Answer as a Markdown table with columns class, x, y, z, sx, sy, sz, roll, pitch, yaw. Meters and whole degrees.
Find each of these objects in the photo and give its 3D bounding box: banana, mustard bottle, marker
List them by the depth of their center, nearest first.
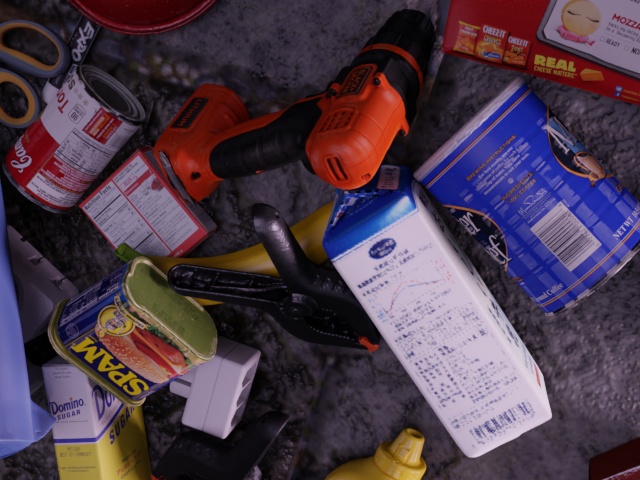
| class | x | y | z | sx | sy | sz | roll | pitch | yaw |
| --- | --- | --- | --- | --- | --- | --- | --- | --- | --- |
| banana | -0.056 | 0.014 | 0.835 | 0.198 | 0.037 | 0.069 | -13 | 138 | 2 |
| mustard bottle | 0.035 | 0.234 | 0.857 | 0.096 | 0.058 | 0.192 | 28 | 106 | 14 |
| marker | -0.191 | -0.163 | 0.857 | 0.020 | 0.020 | 0.121 | 34 | 107 | 6 |

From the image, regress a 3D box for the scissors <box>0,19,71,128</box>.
| class | x | y | z | sx | sy | sz | roll | pitch | yaw |
| --- | --- | --- | --- | --- | --- | --- | --- | --- | --- |
| scissors | -0.294 | -0.151 | 0.878 | 0.202 | 0.016 | 0.096 | 14 | 102 | 19 |

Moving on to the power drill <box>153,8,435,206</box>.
| class | x | y | z | sx | sy | sz | roll | pitch | yaw |
| --- | --- | --- | --- | --- | --- | --- | --- | --- | --- |
| power drill | -0.016 | -0.096 | 0.770 | 0.188 | 0.184 | 0.057 | -10 | 124 | 33 |

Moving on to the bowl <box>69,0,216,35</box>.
| class | x | y | z | sx | sy | sz | roll | pitch | yaw |
| --- | --- | --- | --- | --- | --- | --- | --- | --- | --- |
| bowl | -0.140 | -0.239 | 0.798 | 0.162 | 0.055 | 0.162 | 0 | 91 | 10 |

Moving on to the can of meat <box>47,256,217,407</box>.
| class | x | y | z | sx | sy | sz | roll | pitch | yaw |
| --- | --- | --- | --- | --- | --- | --- | --- | --- | --- |
| can of meat | -0.141 | 0.070 | 0.821 | 0.084 | 0.057 | 0.102 | -31 | 121 | 25 |

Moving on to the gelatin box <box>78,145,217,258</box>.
| class | x | y | z | sx | sy | sz | roll | pitch | yaw |
| --- | --- | --- | --- | --- | --- | --- | --- | --- | --- |
| gelatin box | -0.140 | -0.020 | 0.867 | 0.073 | 0.030 | 0.089 | -40 | 90 | 19 |

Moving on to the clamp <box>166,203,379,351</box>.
| class | x | y | z | sx | sy | sz | roll | pitch | yaw |
| --- | --- | --- | --- | --- | --- | --- | --- | --- | --- |
| clamp | -0.016 | 0.032 | 0.796 | 0.171 | 0.039 | 0.120 | 22 | 145 | -23 |

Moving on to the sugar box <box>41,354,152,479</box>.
| class | x | y | z | sx | sy | sz | roll | pitch | yaw |
| --- | --- | --- | --- | --- | --- | --- | --- | --- | --- |
| sugar box | -0.178 | 0.173 | 0.881 | 0.048 | 0.093 | 0.176 | -2 | 100 | 14 |

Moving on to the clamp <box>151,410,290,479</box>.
| class | x | y | z | sx | sy | sz | roll | pitch | yaw |
| --- | --- | --- | --- | --- | --- | --- | --- | --- | --- |
| clamp | -0.064 | 0.184 | 0.833 | 0.210 | 0.036 | 0.164 | 5 | 128 | 41 |

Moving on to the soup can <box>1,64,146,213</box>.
| class | x | y | z | sx | sy | sz | roll | pitch | yaw |
| --- | --- | --- | --- | --- | --- | --- | --- | --- | --- |
| soup can | -0.195 | -0.080 | 0.849 | 0.068 | 0.068 | 0.102 | 45 | 107 | 2 |

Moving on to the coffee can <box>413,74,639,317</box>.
| class | x | y | z | sx | sy | sz | roll | pitch | yaw |
| --- | --- | --- | --- | --- | --- | --- | --- | --- | --- |
| coffee can | 0.150 | -0.031 | 0.754 | 0.103 | 0.102 | 0.140 | -44 | 88 | 17 |
